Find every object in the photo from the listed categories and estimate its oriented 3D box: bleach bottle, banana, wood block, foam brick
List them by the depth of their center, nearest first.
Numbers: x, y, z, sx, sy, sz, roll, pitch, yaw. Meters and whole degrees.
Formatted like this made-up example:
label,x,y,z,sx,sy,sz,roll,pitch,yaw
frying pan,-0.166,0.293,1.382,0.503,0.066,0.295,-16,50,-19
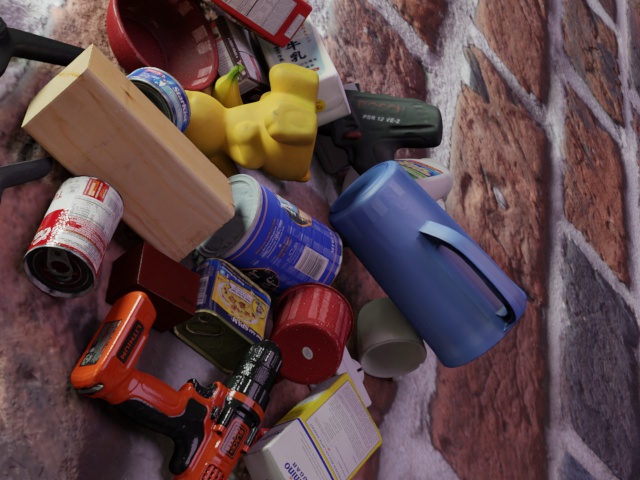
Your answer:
label,x,y,z,sx,sy,sz,roll,pitch,yaw
foam brick,-0.167,0.048,1.070,0.078,0.051,0.053,36,42,-35
wood block,-0.189,-0.085,1.076,0.206,0.090,0.091,46,12,-24
banana,-0.082,-0.133,1.300,0.197,0.070,0.037,55,50,-42
bleach bottle,0.125,-0.085,1.545,0.103,0.068,0.250,23,19,18

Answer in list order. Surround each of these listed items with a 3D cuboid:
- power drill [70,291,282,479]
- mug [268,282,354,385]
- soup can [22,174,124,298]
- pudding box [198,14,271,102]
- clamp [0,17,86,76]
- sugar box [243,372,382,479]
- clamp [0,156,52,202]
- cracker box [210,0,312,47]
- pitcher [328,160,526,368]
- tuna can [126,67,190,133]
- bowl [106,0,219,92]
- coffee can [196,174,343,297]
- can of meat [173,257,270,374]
label,x,y,z,sx,sy,sz,roll,pitch,yaw
power drill,-0.130,0.133,1.023,0.187,0.057,0.184,43,54,-23
mug,-0.020,0.112,1.169,0.093,0.117,0.081,40,22,-10
soup can,-0.230,-0.005,1.006,0.068,0.069,0.102,43,37,-27
pudding box,-0.103,-0.227,1.340,0.090,0.039,0.113,66,12,7
clamp,-0.321,-0.203,1.050,0.164,0.036,0.209,49,37,-19
sugar box,-0.005,0.219,1.121,0.175,0.048,0.093,-33,96,-54
clamp,-0.317,-0.070,0.959,0.120,0.039,0.171,50,33,-18
cracker box,-0.133,-0.327,1.278,0.164,0.072,0.213,42,11,34
pitcher,0.129,0.023,1.269,0.242,0.149,0.145,48,22,-12
tuna can,-0.185,-0.141,1.149,0.086,0.086,0.033,56,35,-11
bowl,-0.193,-0.233,1.231,0.161,0.055,0.162,33,43,-38
coffee can,-0.058,0.001,1.206,0.140,0.103,0.103,32,44,-39
can of meat,-0.101,0.078,1.135,0.102,0.058,0.084,42,36,-30
